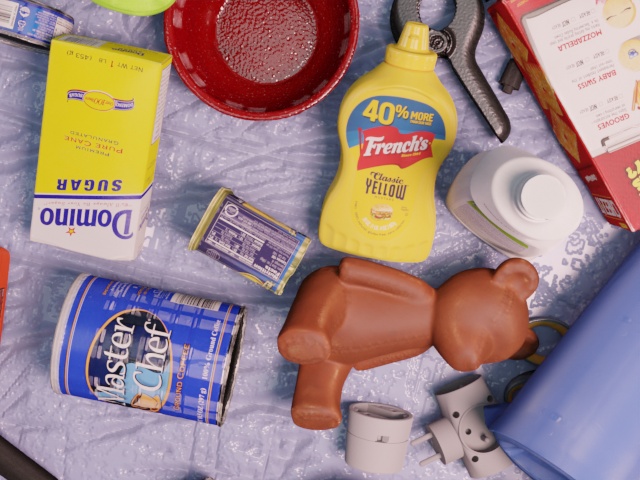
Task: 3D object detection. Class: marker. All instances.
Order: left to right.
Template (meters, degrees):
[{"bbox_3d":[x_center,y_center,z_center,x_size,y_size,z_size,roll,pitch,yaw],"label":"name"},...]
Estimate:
[{"bbox_3d":[0.180,-0.181,0.903,0.020,0.020,0.121,22,92,1],"label":"marker"}]

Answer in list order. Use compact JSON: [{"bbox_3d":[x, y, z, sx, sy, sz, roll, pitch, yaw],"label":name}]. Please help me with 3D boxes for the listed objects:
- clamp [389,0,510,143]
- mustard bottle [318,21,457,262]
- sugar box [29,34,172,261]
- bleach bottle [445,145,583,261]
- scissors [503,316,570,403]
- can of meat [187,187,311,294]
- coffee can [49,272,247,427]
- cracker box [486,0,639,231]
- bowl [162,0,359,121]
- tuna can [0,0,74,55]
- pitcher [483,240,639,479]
[{"bbox_3d":[0.108,-0.158,0.898,0.120,0.039,0.171,8,97,0],"label":"clamp"},{"bbox_3d":[0.060,-0.081,0.866,0.096,0.058,0.192,11,110,1],"label":"mustard bottle"},{"bbox_3d":[-0.183,-0.075,0.883,0.093,0.048,0.176,12,109,2],"label":"sugar box"},{"bbox_3d":[0.151,-0.026,0.793,0.102,0.251,0.068,34,92,1],"label":"bleach bottle"},{"bbox_3d":[0.251,0.097,0.910,0.202,0.016,0.096,-16,91,2],"label":"scissors"},{"bbox_3d":[-0.056,0.001,0.878,0.084,0.102,0.057,29,92,-1],"label":"can of meat"},{"bbox_3d":[-0.139,0.090,0.882,0.140,0.103,0.103,11,92,2],"label":"coffee can"},{"bbox_3d":[0.260,-0.141,0.866,0.164,0.072,0.213,-31,97,1],"label":"cracker box"},{"bbox_3d":[-0.048,-0.179,0.895,0.162,0.055,0.162,0,92,2],"label":"bowl"},{"bbox_3d":[-0.250,-0.181,0.888,0.086,0.086,0.034,15,91,2],"label":"tuna can"},{"bbox_3d":[0.258,0.103,0.834,0.149,0.145,0.242,40,80,-7],"label":"pitcher"}]
